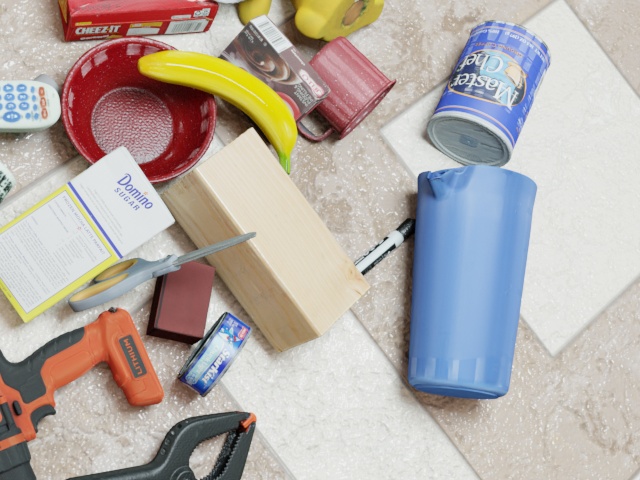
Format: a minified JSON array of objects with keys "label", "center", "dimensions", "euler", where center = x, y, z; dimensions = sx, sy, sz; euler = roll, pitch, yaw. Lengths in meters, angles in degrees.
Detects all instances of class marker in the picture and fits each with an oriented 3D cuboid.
[{"label":"marker","center":[0.066,0.013,1.194],"dimensions":[0.121,0.020,0.020],"euler":[-39,91,-23]}]

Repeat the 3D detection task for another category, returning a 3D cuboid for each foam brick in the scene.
[{"label":"foam brick","center":[-0.143,0.062,1.093],"dimensions":[0.051,0.053,0.078],"euler":[13,74,-15]}]

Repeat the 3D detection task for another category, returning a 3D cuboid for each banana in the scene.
[{"label":"banana","center":[-0.094,-0.150,1.113],"dimensions":[0.197,0.037,0.069],"euler":[34,62,-17]}]

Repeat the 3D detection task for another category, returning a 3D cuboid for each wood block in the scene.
[{"label":"wood block","center":[-0.057,0.001,1.098],"dimensions":[0.206,0.090,0.090],"euler":[53,53,-7]}]

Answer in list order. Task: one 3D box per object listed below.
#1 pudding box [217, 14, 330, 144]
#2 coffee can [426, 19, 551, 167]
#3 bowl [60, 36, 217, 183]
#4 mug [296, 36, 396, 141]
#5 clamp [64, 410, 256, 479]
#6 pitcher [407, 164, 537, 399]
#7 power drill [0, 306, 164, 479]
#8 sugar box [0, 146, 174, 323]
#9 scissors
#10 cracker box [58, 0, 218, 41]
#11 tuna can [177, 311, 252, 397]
[{"label":"pudding box","center":[-0.057,-0.175,1.161],"dimensions":[0.113,0.090,0.039],"euler":[51,39,1]},{"label":"coffee can","center":[0.197,-0.169,1.240],"dimensions":[0.102,0.103,0.140],"euler":[30,69,-10]},{"label":"bowl","center":[-0.194,-0.130,1.124],"dimensions":[0.162,0.055,0.162],"euler":[5,75,-18]},{"label":"mug","center":[0.016,-0.165,1.195],"dimensions":[0.081,0.093,0.117],"euler":[44,103,1]},{"label":"clamp","center":[-0.137,0.249,1.049],"dimensions":[0.209,0.036,0.164],"euler":[-35,105,-31]},{"label":"pitcher","center":[0.167,0.049,1.170],"dimensions":[0.149,0.145,0.243],"euler":[8,77,-4]},{"label":"power drill","center":[-0.251,0.158,1.029],"dimensions":[0.187,0.057,0.184],"euler":[-22,88,-23]},{"label":"sugar box","center":[-0.240,-0.007,1.051],"dimensions":[0.176,0.048,0.093],"euler":[-34,96,-6]},{"label":"scissors","center":[-0.154,0.020,1.051],"dimensions":[0.202,0.096,0.016],"euler":[-23,107,5]},{"label":"cracker box","center":[-0.212,-0.331,1.160],"dimensions":[0.164,0.072,0.214],"euler":[-8,78,-21]},{"label":"tuna can","center":[-0.106,0.114,1.074],"dimensions":[0.033,0.086,0.086],"euler":[37,68,-5]}]
